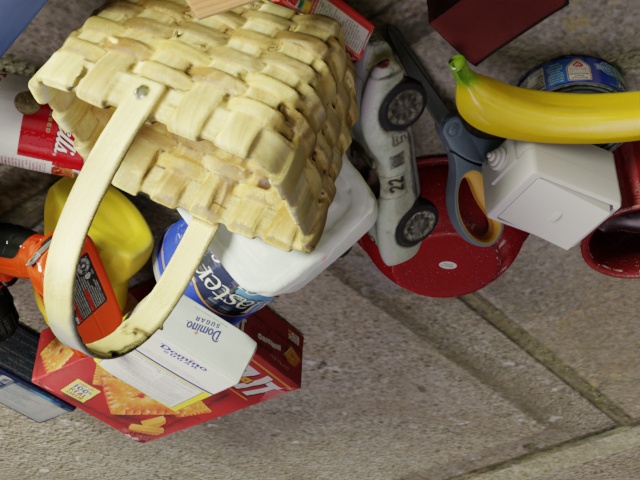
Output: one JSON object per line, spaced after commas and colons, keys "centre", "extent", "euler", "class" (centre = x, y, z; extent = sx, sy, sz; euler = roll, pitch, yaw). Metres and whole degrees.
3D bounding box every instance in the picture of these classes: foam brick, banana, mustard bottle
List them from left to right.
{"centre": [-0.210, 0.028, 0.937], "extent": [0.096, 0.058, 0.192], "euler": [40, 140, 6], "class": "mustard bottle"}
{"centre": [0.113, -0.164, 0.695], "extent": [0.051, 0.053, 0.078], "euler": [31, 132, -33], "class": "foam brick"}
{"centre": [0.174, -0.089, 0.732], "extent": [0.197, 0.037, 0.070], "euler": [4, 167, -10], "class": "banana"}

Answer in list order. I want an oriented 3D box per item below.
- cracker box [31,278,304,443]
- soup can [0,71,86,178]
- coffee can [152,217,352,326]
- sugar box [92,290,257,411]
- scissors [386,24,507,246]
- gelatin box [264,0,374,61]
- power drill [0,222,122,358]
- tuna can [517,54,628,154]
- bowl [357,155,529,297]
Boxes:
{"centre": [-0.149, 0.118, 1.055], "extent": [0.214, 0.072, 0.164], "euler": [-23, 136, 27], "class": "cracker box"}
{"centre": [-0.219, -0.088, 0.794], "extent": [0.102, 0.068, 0.069], "euler": [12, 141, -12], "class": "soup can"}
{"centre": [-0.056, 0.001, 0.874], "extent": [0.102, 0.103, 0.141], "euler": [30, 134, -31], "class": "coffee can"}
{"centre": [-0.125, 0.092, 0.889], "extent": [0.093, 0.048, 0.176], "euler": [33, 152, -12], "class": "sugar box"}
{"centre": [0.115, -0.088, 0.811], "extent": [0.096, 0.016, 0.201], "euler": [-30, 119, -20], "class": "scissors"}
{"centre": [-0.020, -0.146, 0.711], "extent": [0.073, 0.030, 0.089], "euler": [30, 166, -34], "class": "gelatin box"}
{"centre": [-0.254, 0.034, 0.888], "extent": [0.188, 0.057, 0.184], "euler": [16, 138, 32], "class": "power drill"}
{"centre": [0.187, -0.096, 0.793], "extent": [0.086, 0.033, 0.086], "euler": [1, 142, 1], "class": "tuna can"}
{"centre": [0.105, 0.001, 0.906], "extent": [0.162, 0.055, 0.162], "euler": [1, 142, 1], "class": "bowl"}
